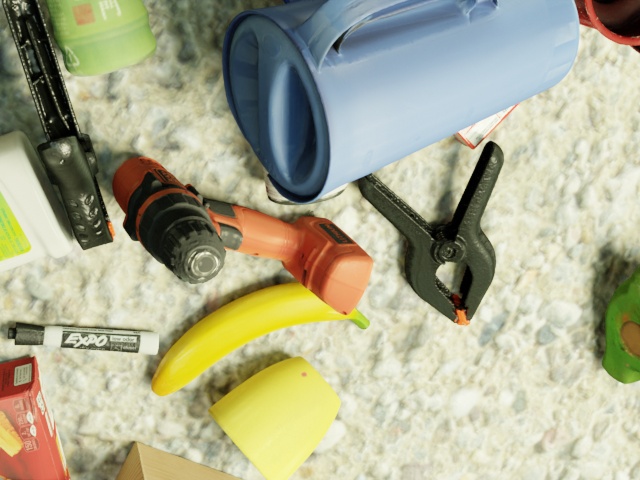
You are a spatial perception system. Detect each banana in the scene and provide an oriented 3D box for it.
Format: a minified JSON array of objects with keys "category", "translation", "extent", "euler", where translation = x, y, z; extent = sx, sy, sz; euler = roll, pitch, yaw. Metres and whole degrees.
[{"category":"banana","translation":[-0.053,0.076,0.902],"extent":[0.197,0.037,0.069],"euler":[-16,111,-9]}]

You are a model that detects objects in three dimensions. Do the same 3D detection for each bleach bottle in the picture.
[{"category":"bleach bottle","translation":[-0.321,0.008,0.795],"extent":[0.250,0.068,0.102],"euler":[-23,114,-4]}]

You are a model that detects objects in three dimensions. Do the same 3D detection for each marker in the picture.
[{"category":"marker","translation":[-0.194,0.081,0.876],"extent":[0.121,0.020,0.020],"euler":[6,107,-17]}]

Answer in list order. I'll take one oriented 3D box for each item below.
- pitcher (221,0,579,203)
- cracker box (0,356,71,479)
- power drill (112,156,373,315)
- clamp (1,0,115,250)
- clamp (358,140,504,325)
[{"category":"pitcher","translation":[0.066,-0.130,0.746],"extent":[0.242,0.149,0.145],"euler":[-23,117,-26]},{"category":"cracker box","translation":[-0.314,0.201,0.859],"extent":[0.213,0.072,0.164],"euler":[-13,111,-10]},{"category":"power drill","translation":[-0.055,0.001,0.806],"extent":[0.187,0.185,0.057],"euler":[20,103,-30]},{"category":"clamp","translation":[-0.185,-0.070,0.773],"extent":[0.036,0.164,0.210],"euler":[-16,151,-8]},{"category":"clamp","translation":[0.096,-0.002,0.909],"extent":[0.120,0.039,0.171],"euler":[-2,118,6]}]
